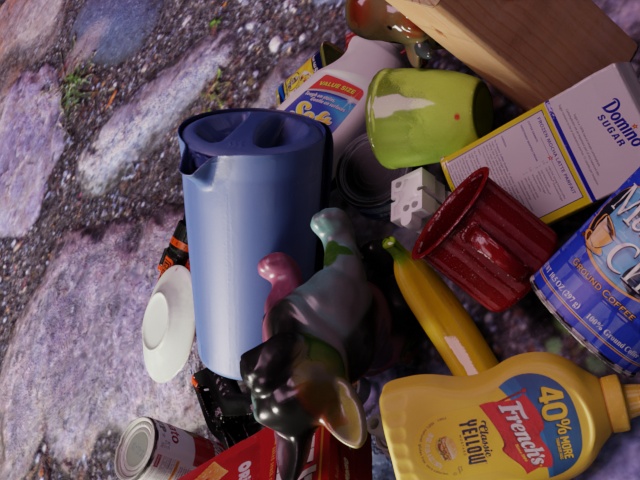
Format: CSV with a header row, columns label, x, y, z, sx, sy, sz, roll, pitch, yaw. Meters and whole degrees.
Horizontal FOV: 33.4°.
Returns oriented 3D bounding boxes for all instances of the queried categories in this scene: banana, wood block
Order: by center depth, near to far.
label,x,y,z,sx,sy,sz,roll,pitch,yaw
banana,0.109,0.085,0.865,0.037,0.069,0.198,-39,74,21
wood block,0.158,-0.184,0.890,0.090,0.205,0.091,-59,37,2

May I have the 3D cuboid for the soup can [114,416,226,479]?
label,x,y,z,sx,sy,sz,roll,pitch,yaw
soup can,-0.146,0.222,1.066,0.069,0.102,0.068,-29,46,36

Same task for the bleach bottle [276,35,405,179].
label,x,y,z,sx,sy,sz,roll,pitch,yaw
bleach bottle,-0.002,-0.123,1.096,0.103,0.068,0.251,42,97,28

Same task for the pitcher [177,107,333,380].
label,x,y,z,sx,sy,sz,roll,pitch,yaw
pitcher,-0.057,0.001,1.008,0.145,0.149,0.243,-104,14,-64

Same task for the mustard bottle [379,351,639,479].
label,x,y,z,sx,sy,sz,roll,pitch,yaw
mustard bottle,0.145,0.133,0.778,0.192,0.058,0.096,-13,96,11

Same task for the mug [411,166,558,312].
label,x,y,z,sx,sy,sz,roll,pitch,yaw
mug,0.133,0.004,0.832,0.093,0.081,0.117,-51,6,4

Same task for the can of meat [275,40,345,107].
label,x,y,z,sx,sy,sz,roll,pitch,yaw
can of meat,-0.001,-0.157,1.188,0.084,0.057,0.102,-38,42,30

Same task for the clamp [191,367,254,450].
label,x,y,z,sx,sy,sz,roll,pitch,yaw
clamp,-0.086,0.166,1.045,0.172,0.039,0.120,48,135,48

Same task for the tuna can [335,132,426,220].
label,x,y,z,sx,sy,sz,roll,pitch,yaw
tuna can,0.058,-0.065,1.050,0.086,0.033,0.086,-11,65,24

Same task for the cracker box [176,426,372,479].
label,x,y,z,sx,sy,sz,roll,pitch,yaw
cracker box,-0.061,0.236,0.902,0.214,0.072,0.164,-34,19,15

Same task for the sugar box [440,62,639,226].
label,x,y,z,sx,sy,sz,roll,pitch,yaw
sugar box,0.191,-0.064,0.875,0.177,0.048,0.093,-27,83,34
